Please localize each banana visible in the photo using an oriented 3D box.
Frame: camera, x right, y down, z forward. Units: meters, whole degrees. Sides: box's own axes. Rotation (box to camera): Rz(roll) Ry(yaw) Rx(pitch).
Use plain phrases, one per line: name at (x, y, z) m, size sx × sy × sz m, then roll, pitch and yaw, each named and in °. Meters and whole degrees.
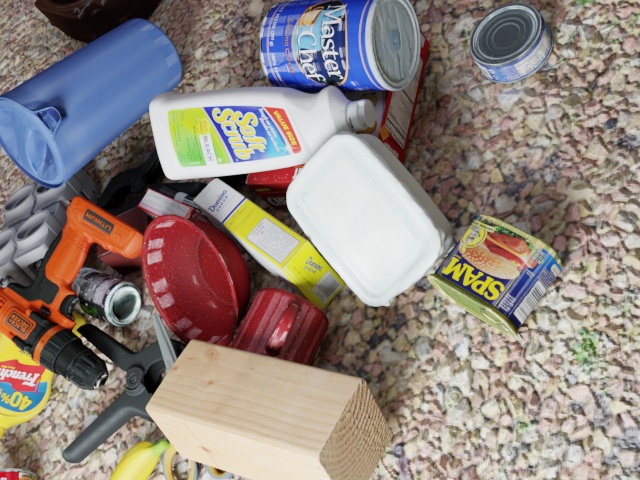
banana at (-0.218, 0.288, 1.117) m, size 0.198 × 0.037 × 0.070 m, roll -64°, pitch 11°, yaw -5°

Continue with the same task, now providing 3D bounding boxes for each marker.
marker at (-0.146, -0.041, 1.280) m, size 0.121 × 0.020 × 0.020 m, roll 22°, pitch 76°, yaw 27°

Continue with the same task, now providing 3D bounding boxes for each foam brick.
foam brick at (-0.227, -0.001, 1.310) m, size 0.078 × 0.051 × 0.053 m, roll -22°, pitch 51°, yaw 22°

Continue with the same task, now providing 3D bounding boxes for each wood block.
wood block at (-0.050, 0.171, 1.009) m, size 0.206 × 0.090 × 0.090 m, roll 8°, pitch 51°, yaw 35°

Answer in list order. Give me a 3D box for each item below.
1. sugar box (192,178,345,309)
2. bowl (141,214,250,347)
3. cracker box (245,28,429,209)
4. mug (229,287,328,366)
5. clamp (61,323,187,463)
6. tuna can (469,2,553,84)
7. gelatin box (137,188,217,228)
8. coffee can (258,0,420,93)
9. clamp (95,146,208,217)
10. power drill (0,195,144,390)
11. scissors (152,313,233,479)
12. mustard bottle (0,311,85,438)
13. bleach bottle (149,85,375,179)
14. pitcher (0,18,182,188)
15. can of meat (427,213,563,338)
sugar box at (-0.057, 0.001, 1.160) m, size 0.048 × 0.093 × 0.176 m, roll -46°, pitch 47°, yaw -6°
bowl at (-0.127, 0.040, 1.177) m, size 0.162 × 0.162 × 0.055 m, roll 18°, pitch 32°, yaw 41°
cracker box at (0.023, -0.144, 1.211) m, size 0.164 × 0.072 × 0.213 m, roll -2°, pitch 62°, yaw 33°
mug at (-0.042, 0.097, 1.080) m, size 0.093 × 0.117 × 0.081 m, roll 25°, pitch 69°, yaw 4°
clamp at (-0.204, 0.152, 1.202) m, size 0.210 × 0.036 × 0.164 m, roll -18°, pitch 62°, yaw 23°
tuna can at (0.205, -0.214, 1.153) m, size 0.086 × 0.033 × 0.086 m, roll -18°, pitch 54°, yaw 25°
gelatin box at (-0.162, -0.023, 1.262) m, size 0.089 × 0.073 × 0.030 m, roll 22°, pitch 77°, yaw 42°
coffee can at (0.021, -0.208, 1.133) m, size 0.141 × 0.102 × 0.102 m, roll 3°, pitch 64°, yaw 34°
clamp at (-0.215, -0.063, 1.350) m, size 0.171 × 0.039 × 0.120 m, roll -40°, pitch 49°, yaw 12°
power drill at (-0.277, 0.057, 1.221) m, size 0.185 × 0.057 × 0.187 m, roll 31°, pitch 81°, yaw 19°
scissors at (-0.158, 0.182, 1.138) m, size 0.096 × 0.016 × 0.202 m, roll -46°, pitch 60°, yaw 13°
mustard bottle at (-0.365, 0.160, 1.276) m, size 0.191 × 0.096 × 0.058 m, roll -65°, pitch 19°, yaw -15°
bleach bottle at (-0.061, -0.127, 1.147) m, size 0.251 × 0.068 × 0.102 m, roll -6°, pitch 101°, yaw 29°
pitcher at (-0.300, -0.182, 1.384) m, size 0.149 × 0.145 × 0.242 m, roll 23°, pitch 50°, yaw 31°
can of meat at (0.167, 0.031, 1.010) m, size 0.102 × 0.057 × 0.084 m, roll 31°, pitch 80°, yaw 43°
